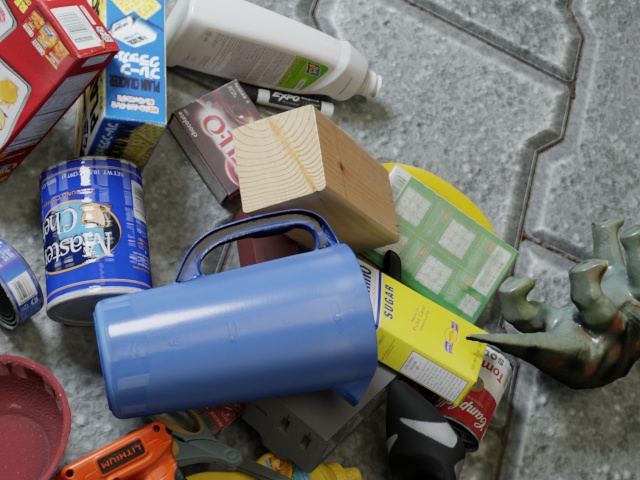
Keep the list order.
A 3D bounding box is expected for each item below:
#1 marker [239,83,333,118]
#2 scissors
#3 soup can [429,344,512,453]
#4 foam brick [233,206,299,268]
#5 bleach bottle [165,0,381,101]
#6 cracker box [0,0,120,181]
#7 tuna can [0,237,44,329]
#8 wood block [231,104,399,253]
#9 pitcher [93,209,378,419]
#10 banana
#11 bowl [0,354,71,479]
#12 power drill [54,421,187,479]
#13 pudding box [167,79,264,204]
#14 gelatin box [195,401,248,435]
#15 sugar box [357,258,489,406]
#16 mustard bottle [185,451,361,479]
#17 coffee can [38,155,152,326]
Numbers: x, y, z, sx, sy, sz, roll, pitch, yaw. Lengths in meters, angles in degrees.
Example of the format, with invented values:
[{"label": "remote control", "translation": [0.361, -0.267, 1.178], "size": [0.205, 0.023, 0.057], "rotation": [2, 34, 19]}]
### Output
[{"label": "marker", "translation": [-0.044, -0.161, 1.233], "size": [0.121, 0.020, 0.020], "rotation": [10, 65, -20]}, {"label": "scissors", "translation": [-0.102, 0.212, 1.002], "size": [0.202, 0.016, 0.096], "rotation": [32, 40, 21]}, {"label": "soup can", "translation": [0.159, 0.168, 1.154], "size": [0.068, 0.069, 0.102], "rotation": [36, 59, -6]}, {"label": "foam brick", "translation": [-0.057, 0.001, 1.140], "size": [0.052, 0.051, 0.078], "rotation": [0, 69, -22]}, {"label": "bleach bottle", "translation": [-0.049, -0.209, 1.216], "size": [0.250, 0.103, 0.068], "rotation": [16, 57, -24]}, {"label": "cracker box", "translation": [-0.308, -0.176, 1.012], "size": [0.164, 0.214, 0.072], "rotation": [54, 33, 5]}, {"label": "tuna can", "translation": [-0.298, 0.039, 1.001], "size": [0.033, 0.086, 0.086], "rotation": [-38, 87, -33]}, {"label": "wood block", "translation": [0.001, -0.053, 1.098], "size": [0.205, 0.090, 0.091], "rotation": [32, 46, -62]}, {"label": "pitcher", "translation": [-0.079, 0.076, 0.968], "size": [0.242, 0.145, 0.149], "rotation": [-10, 38, -12]}, {"label": "banana", "translation": [0.144, -0.034, 1.249], "size": [0.198, 0.037, 0.069], "rotation": [44, 58, -1]}, {"label": "bowl", "translation": [-0.291, 0.183, 0.939], "size": [0.162, 0.055, 0.162], "rotation": [-4, 54, 6]}, {"label": "power drill", "translation": [-0.154, 0.267, 0.920], "size": [0.184, 0.057, 0.188], "rotation": [-26, 83, -29]}, {"label": "pudding box", "translation": [-0.101, -0.108, 1.174], "size": [0.089, 0.039, 0.113], "rotation": [-33, 84, -30]}, {"label": "gelatin box", "translation": [-0.106, 0.138, 1.074], "size": [0.073, 0.030, 0.089], "rotation": [-38, 87, -31]}, {"label": "sugar box", "translation": [0.083, 0.089, 1.099], "size": [0.176, 0.048, 0.093], "rotation": [31, 32, 0]}, {"label": "mustard bottle", "translation": [-0.045, 0.255, 1.035], "size": [0.191, 0.058, 0.096], "rotation": [-12, 67, -27]}, {"label": "coffee can", "translation": [-0.219, 0.002, 1.041], "size": [0.102, 0.103, 0.140], "rotation": [0, 69, -23]}]
